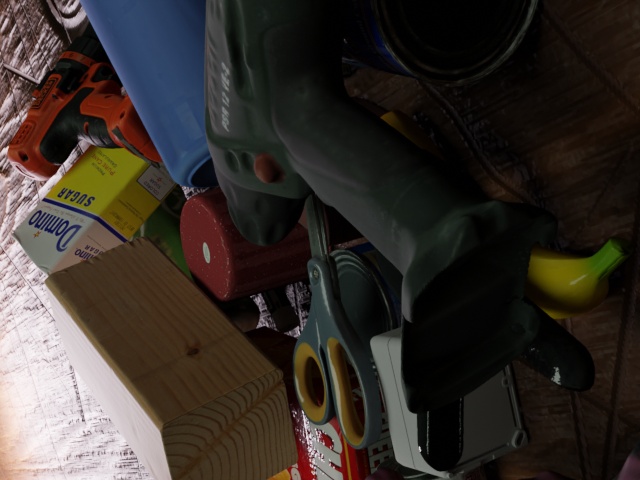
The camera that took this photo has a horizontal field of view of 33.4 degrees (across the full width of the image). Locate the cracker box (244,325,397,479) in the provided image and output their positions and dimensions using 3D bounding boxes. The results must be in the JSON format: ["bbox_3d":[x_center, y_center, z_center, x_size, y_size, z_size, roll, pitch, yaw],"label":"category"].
[{"bbox_3d":[-0.003,0.166,0.792,0.214,0.072,0.164,13,116,57],"label":"cracker box"}]

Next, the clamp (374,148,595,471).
[{"bbox_3d":[0.073,0.022,0.541,0.120,0.039,0.171,-30,70,44],"label":"clamp"}]

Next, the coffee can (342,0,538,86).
[{"bbox_3d":[0.028,-0.140,0.550,0.140,0.102,0.103,26,126,54],"label":"coffee can"}]

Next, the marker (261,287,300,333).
[{"bbox_3d":[-0.050,0.018,0.855,0.121,0.020,0.020,62,149,21],"label":"marker"}]

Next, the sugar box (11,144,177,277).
[{"bbox_3d":[-0.177,-0.044,0.902,0.093,0.176,0.048,34,170,50],"label":"sugar box"}]

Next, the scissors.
[{"bbox_3d":[-0.005,0.032,0.666,0.096,0.016,0.202,-31,72,59],"label":"scissors"}]

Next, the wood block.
[{"bbox_3d":[-0.112,0.090,0.766,0.206,0.090,0.090,38,145,47],"label":"wood block"}]

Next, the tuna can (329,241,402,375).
[{"bbox_3d":[0.036,0.043,0.701,0.086,0.033,0.086,36,134,49],"label":"tuna can"}]

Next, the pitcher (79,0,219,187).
[{"bbox_3d":[-0.093,-0.169,0.737,0.149,0.145,0.243,93,151,-78],"label":"pitcher"}]

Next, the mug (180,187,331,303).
[{"bbox_3d":[-0.055,0.001,0.790,0.117,0.081,0.093,-31,77,61],"label":"mug"}]

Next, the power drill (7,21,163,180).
[{"bbox_3d":[-0.165,-0.130,0.885,0.188,0.184,0.057,5,153,48],"label":"power drill"}]
